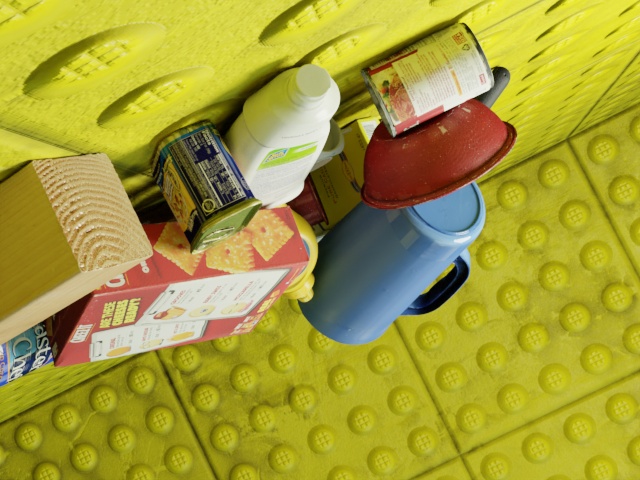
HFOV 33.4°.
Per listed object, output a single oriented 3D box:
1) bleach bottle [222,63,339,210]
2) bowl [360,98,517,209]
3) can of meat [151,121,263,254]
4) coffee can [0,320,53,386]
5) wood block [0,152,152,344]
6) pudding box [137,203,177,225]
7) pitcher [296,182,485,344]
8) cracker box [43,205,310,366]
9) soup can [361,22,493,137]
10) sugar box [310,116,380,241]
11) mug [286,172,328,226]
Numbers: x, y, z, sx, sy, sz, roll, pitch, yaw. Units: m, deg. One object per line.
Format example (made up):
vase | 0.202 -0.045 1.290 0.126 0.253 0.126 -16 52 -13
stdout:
bleach bottle | -0.034 -0.090 0.926 0.102 0.068 0.251 -23 172 -22
bowl | 0.102 -0.095 1.015 0.162 0.055 0.162 -23 -157 10
can of meat | -0.100 -0.045 0.907 0.057 0.084 0.102 -27 174 -20
coffee can | -0.321 0.091 1.045 0.103 0.103 0.140 -30 178 36
wood block | -0.245 0.021 0.830 0.206 0.091 0.090 -29 175 27
pudding box | -0.204 0.003 1.145 0.113 0.039 0.090 -23 175 -25
pitcher | 0.085 0.012 1.174 0.149 0.145 0.243 -29 169 -36
cracker box | -0.141 0.042 1.012 0.213 0.072 0.164 -7 155 -30
soup can | 0.097 -0.146 0.966 0.102 0.068 0.068 -26 175 2
sugar box | 0.015 -0.065 1.257 0.177 0.093 0.048 -31 168 40
mug | -0.047 -0.052 1.198 0.081 0.093 0.117 -22 -148 3
